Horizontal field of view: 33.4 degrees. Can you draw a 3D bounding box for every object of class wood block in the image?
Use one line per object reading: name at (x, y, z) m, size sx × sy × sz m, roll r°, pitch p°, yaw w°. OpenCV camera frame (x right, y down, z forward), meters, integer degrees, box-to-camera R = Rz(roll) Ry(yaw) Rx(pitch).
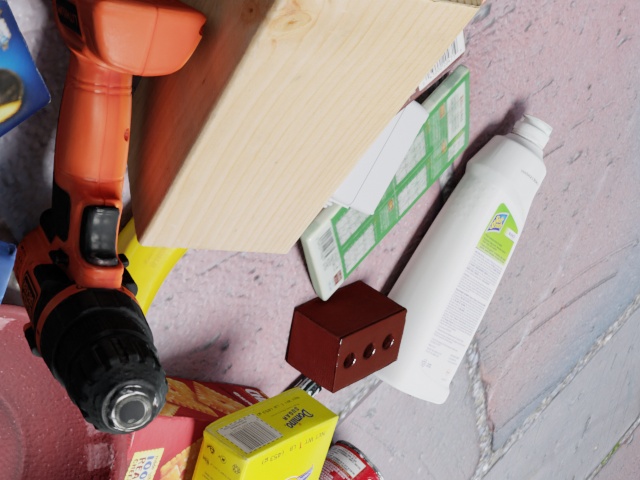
wood block at (-0.022, -0.084, 0.521) m, size 0.090 × 0.090 × 0.206 m, roll 4°, pitch 147°, yaw -26°

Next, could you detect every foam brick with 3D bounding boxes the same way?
foam brick at (0.020, 0.074, 0.831) m, size 0.078 × 0.051 × 0.053 m, roll -21°, pitch 132°, yaw -41°

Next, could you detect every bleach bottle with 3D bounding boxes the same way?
bleach bottle at (0.125, 0.012, 0.904) m, size 0.102 × 0.068 × 0.251 m, roll 28°, pitch 92°, yaw -56°

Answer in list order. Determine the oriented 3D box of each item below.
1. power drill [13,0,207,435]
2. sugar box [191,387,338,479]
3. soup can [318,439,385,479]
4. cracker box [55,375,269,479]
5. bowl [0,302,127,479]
power drill at (-0.102, -0.023, 0.504) m, size 0.057 × 0.185 × 0.188 m, roll 4°, pitch 108°, yaw -29°
sugar box at (-0.051, 0.192, 0.716) m, size 0.093 × 0.048 × 0.176 m, roll -15°, pitch 126°, yaw -48°
soup can at (0.001, 0.230, 0.920) m, size 0.102 × 0.069 × 0.068 m, roll -38°, pitch 141°, yaw -25°
cracker box at (-0.116, 0.177, 0.726) m, size 0.213 × 0.072 × 0.164 m, roll 23°, pitch 99°, yaw -56°
bowl at (-0.184, 0.116, 0.572) m, size 0.161 × 0.055 × 0.162 m, roll 12°, pitch 73°, yaw -45°
